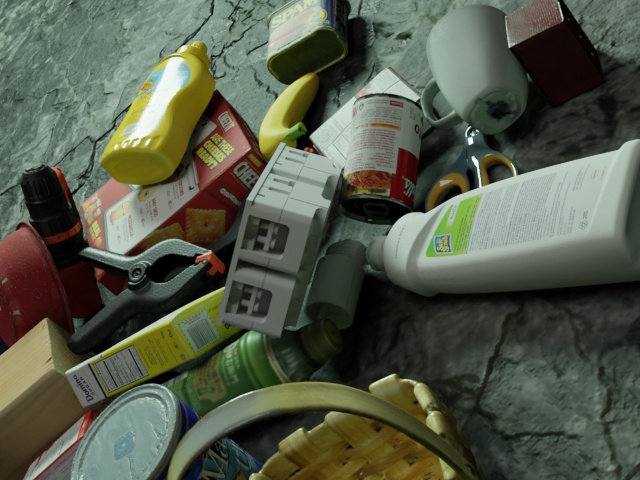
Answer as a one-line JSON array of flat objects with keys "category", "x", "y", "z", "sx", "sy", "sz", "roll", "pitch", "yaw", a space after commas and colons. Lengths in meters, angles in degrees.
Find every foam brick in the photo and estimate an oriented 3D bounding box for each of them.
[{"category": "foam brick", "x": 0.202, "y": -0.166, "z": 0.923, "sx": 0.051, "sy": 0.078, "sz": 0.053, "roll": -27, "pitch": 38, "yaw": 26}]

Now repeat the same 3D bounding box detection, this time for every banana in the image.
[{"category": "banana", "x": -0.033, "y": -0.125, "z": 1.132, "sx": 0.070, "sy": 0.037, "sz": 0.197, "roll": -30, "pitch": 21, "yaw": 16}]

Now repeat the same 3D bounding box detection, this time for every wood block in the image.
[{"category": "wood block", "x": -0.317, "y": 0.187, "z": 1.076, "sx": 0.206, "sy": 0.090, "sz": 0.091, "roll": -39, "pitch": 36, "yaw": 8}]

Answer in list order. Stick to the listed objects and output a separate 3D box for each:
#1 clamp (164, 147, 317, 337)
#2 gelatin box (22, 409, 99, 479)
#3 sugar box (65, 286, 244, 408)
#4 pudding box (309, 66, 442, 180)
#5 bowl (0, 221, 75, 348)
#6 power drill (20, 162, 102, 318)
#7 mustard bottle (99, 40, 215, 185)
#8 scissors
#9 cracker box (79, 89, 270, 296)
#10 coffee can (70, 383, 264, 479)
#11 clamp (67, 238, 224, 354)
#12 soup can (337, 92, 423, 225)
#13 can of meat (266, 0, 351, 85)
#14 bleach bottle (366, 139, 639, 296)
[{"category": "clamp", "x": -0.057, "y": 0.001, "z": 1.050, "sx": 0.210, "sy": 0.036, "sz": 0.165, "roll": -50, "pitch": 40, "yaw": -8}, {"category": "gelatin box", "x": -0.242, "y": 0.209, "z": 1.007, "sx": 0.089, "sy": 0.030, "sz": 0.073, "roll": -43, "pitch": 11, "yaw": 4}, {"category": "sugar box", "x": -0.147, "y": 0.098, "z": 0.977, "sx": 0.177, "sy": 0.048, "sz": 0.093, "roll": -30, "pitch": -1, "yaw": 42}, {"category": "pudding box", "x": 0.052, "y": -0.110, "z": 1.054, "sx": 0.113, "sy": 0.039, "sz": 0.090, "roll": -43, "pitch": 36, "yaw": 6}, {"category": "bowl", "x": -0.320, "y": 0.064, "z": 1.144, "sx": 0.055, "sy": 0.162, "sz": 0.162, "roll": -19, "pitch": 23, "yaw": -29}, {"category": "power drill", "x": -0.305, "y": -0.022, "z": 1.221, "sx": 0.057, "sy": 0.184, "sz": 0.188, "roll": -17, "pitch": 25, "yaw": -11}, {"category": "mustard bottle", "x": -0.167, "y": -0.150, "z": 1.177, "sx": 0.096, "sy": 0.058, "sz": 0.191, "roll": -9, "pitch": 47, "yaw": 37}, {"category": "scissors", "x": 0.125, "y": -0.080, "z": 0.962, "sx": 0.096, "sy": 0.016, "sz": 0.202, "roll": -30, "pitch": 37, "yaw": 12}, {"category": "cracker box", "x": -0.157, "y": -0.046, "z": 1.173, "sx": 0.214, "sy": 0.072, "sz": 0.164, "roll": -39, "pitch": 35, "yaw": 6}, {"category": "coffee can", "x": -0.103, "y": 0.188, "z": 0.809, "sx": 0.103, "sy": 0.140, "sz": 0.103, "roll": -27, "pitch": 38, "yaw": 23}, {"category": "clamp", "x": -0.177, "y": 0.051, "z": 1.043, "sx": 0.172, "sy": 0.039, "sz": 0.120, "roll": -10, "pitch": 62, "yaw": 27}, {"category": "soup can", "x": 0.055, "y": -0.073, "z": 0.961, "sx": 0.069, "sy": 0.068, "sz": 0.102, "roll": -9, "pitch": 65, "yaw": 41}, {"category": "can of meat", "x": -0.015, "y": -0.237, "z": 1.240, "sx": 0.102, "sy": 0.057, "sz": 0.084, "roll": -26, "pitch": 41, "yaw": 26}, {"category": "bleach bottle", "x": 0.141, "y": -0.008, "z": 0.835, "sx": 0.251, "sy": 0.068, "sz": 0.102, "roll": -8, "pitch": 48, "yaw": 44}]
